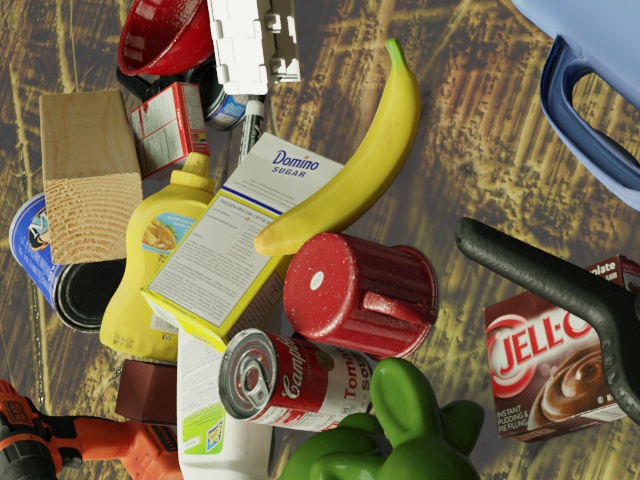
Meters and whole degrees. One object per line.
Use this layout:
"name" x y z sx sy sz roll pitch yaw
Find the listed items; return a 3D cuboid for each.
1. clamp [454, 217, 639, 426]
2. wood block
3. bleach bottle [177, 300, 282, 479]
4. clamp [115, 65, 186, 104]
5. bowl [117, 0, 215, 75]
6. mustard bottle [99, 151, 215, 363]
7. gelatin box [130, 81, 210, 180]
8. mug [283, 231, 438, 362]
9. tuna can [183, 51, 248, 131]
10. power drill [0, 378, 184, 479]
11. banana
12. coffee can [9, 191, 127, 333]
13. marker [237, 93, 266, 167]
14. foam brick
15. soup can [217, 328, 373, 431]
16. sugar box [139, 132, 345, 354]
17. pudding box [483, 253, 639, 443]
"clamp" 0.180 0.042 0.601 0.164 0.036 0.210 -17 64 -3
"wood block" -0.230 -0.069 1.067 0.206 0.090 0.091 -116 23 -58
"bleach bottle" -0.080 0.140 0.864 0.103 0.068 0.251 -33 44 41
"clamp" -0.157 -0.161 1.112 0.120 0.039 0.171 -51 51 32
"bowl" -0.130 -0.220 1.037 0.162 0.055 0.162 -34 41 36
"mustard bottle" -0.134 0.013 0.979 0.058 0.096 0.191 8 84 62
"gelatin box" -0.147 -0.104 1.038 0.089 0.030 0.073 -21 75 47
"mug" 0.034 0.043 0.787 0.117 0.081 0.093 20 93 50
"tuna can" -0.099 -0.152 1.044 0.086 0.033 0.086 -20 63 45
"power drill" -0.204 0.192 0.932 0.057 0.187 0.185 -61 40 13
"banana" 0.025 -0.058 0.827 0.197 0.069 0.037 -58 15 -9
"coffee can" -0.253 0.019 1.112 0.140 0.102 0.103 38 107 48
"marker" -0.064 -0.098 0.997 0.020 0.020 0.121 -6 73 48
"foam brick" -0.136 0.138 0.956 0.053 0.078 0.051 5 83 50
"soup can" -0.017 0.108 0.808 0.069 0.102 0.068 -20 63 45
"sugar box" -0.055 0.001 0.863 0.093 0.048 0.176 26 67 30
"pudding box" 0.157 0.071 0.667 0.114 0.039 0.090 -27 57 41
